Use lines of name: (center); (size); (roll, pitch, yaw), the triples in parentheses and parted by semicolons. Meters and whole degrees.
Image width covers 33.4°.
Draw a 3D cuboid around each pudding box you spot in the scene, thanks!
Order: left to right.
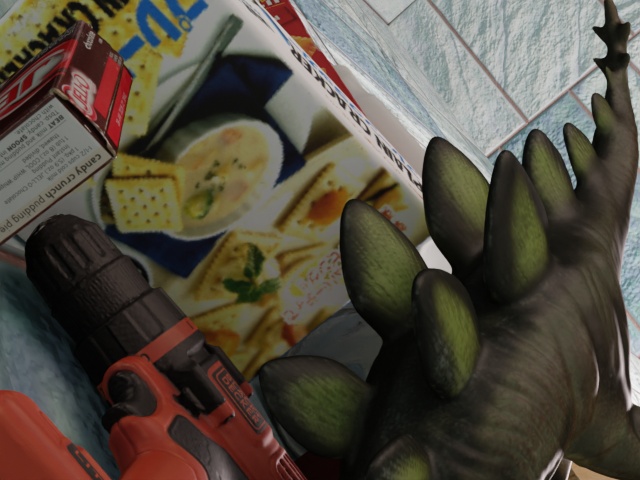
pudding box: (-0.128, -0.031, 0.422); (0.039, 0.113, 0.090); (47, 14, -23)

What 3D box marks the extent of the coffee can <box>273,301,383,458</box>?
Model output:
coffee can: (0.048, 0.097, 0.655); (0.140, 0.103, 0.103); (27, 27, -58)

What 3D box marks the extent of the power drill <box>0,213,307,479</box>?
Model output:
power drill: (-0.080, 0.073, 0.416); (0.184, 0.057, 0.187); (50, 14, 1)
